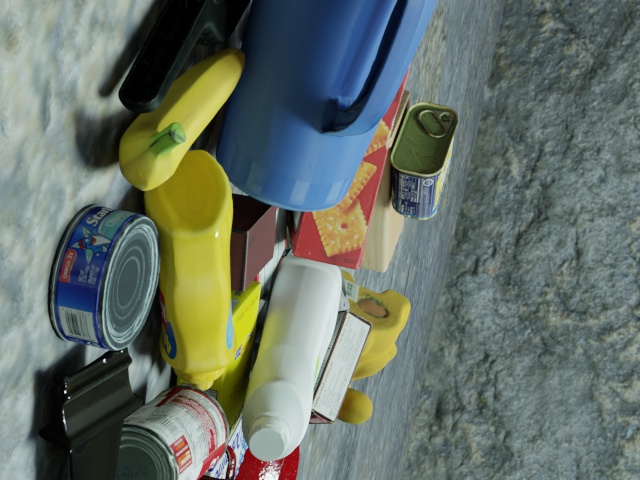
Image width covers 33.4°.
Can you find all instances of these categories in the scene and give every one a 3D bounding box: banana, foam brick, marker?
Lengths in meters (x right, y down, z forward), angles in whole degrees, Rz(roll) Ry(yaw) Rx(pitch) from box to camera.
[{"bbox_3d":[-0.089,-0.074,0.677,0.037,0.070,0.197,57,18,-18],"label":"banana"},{"bbox_3d":[-0.071,-0.001,0.847,0.078,0.051,0.053,-51,149,-66],"label":"foam brick"},{"bbox_3d":[-0.031,0.017,1.082,0.121,0.020,0.020,-55,154,-45],"label":"marker"}]

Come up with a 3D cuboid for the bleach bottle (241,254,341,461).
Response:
[{"bbox_3d":[-0.027,0.103,0.914,0.250,0.068,0.103,-75,173,-69],"label":"bleach bottle"}]

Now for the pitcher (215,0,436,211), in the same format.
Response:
[{"bbox_3d":[0.008,-0.139,0.765,0.149,0.145,0.243,-44,158,-58],"label":"pitcher"}]

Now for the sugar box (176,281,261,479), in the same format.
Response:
[{"bbox_3d":[-0.089,0.127,0.891,0.093,0.048,0.176,-51,149,-69],"label":"sugar box"}]

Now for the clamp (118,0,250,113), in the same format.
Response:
[{"bbox_3d":[-0.077,-0.182,0.689,0.209,0.036,0.165,-55,154,-66],"label":"clamp"}]

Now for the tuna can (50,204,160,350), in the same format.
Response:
[{"bbox_3d":[-0.129,0.023,0.648,0.086,0.034,0.086,11,90,-78],"label":"tuna can"}]

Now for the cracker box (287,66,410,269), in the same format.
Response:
[{"bbox_3d":[0.025,-0.097,1.008,0.164,0.072,0.214,-107,-149,-77],"label":"cracker box"}]

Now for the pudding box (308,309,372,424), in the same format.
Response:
[{"bbox_3d":[-0.004,0.128,1.070,0.090,0.039,0.113,-13,-130,54],"label":"pudding box"}]

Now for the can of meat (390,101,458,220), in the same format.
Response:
[{"bbox_3d":[0.112,-0.085,1.165,0.084,0.057,0.102,87,21,-54],"label":"can of meat"}]

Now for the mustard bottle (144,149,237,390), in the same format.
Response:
[{"bbox_3d":[-0.089,0.037,0.760,0.096,0.058,0.192,-108,-166,-48],"label":"mustard bottle"}]

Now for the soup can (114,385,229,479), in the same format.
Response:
[{"bbox_3d":[-0.113,0.147,0.750,0.102,0.068,0.068,-25,126,-74],"label":"soup can"}]

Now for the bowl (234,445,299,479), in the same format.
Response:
[{"bbox_3d":[-0.061,0.244,1.103,0.162,0.055,0.162,12,90,-77],"label":"bowl"}]
